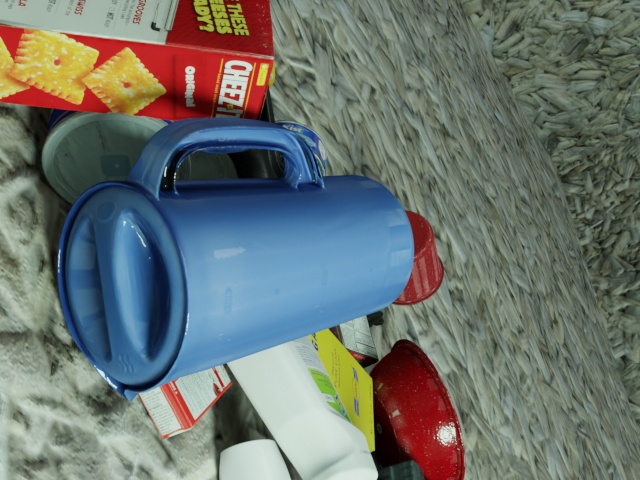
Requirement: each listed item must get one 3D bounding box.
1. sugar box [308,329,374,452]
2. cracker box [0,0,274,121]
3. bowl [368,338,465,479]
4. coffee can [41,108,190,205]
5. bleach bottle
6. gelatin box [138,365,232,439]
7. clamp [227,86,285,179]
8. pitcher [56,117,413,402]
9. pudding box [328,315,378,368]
[{"bbox_3d":[-0.010,0.118,0.984,0.176,0.048,0.093,53,23,-36],"label":"sugar box"},{"bbox_3d":[-0.145,-0.161,0.721,0.072,0.213,0.164,109,-19,-46],"label":"cracker box"},{"bbox_3d":[0.083,0.184,1.074,0.162,0.055,0.162,165,-90,-72],"label":"bowl"},{"bbox_3d":[-0.146,-0.102,0.789,0.102,0.103,0.140,49,26,-41],"label":"coffee can"},{"bbox_3d":[-0.027,0.110,0.832,0.251,0.068,0.102,59,12,21],"label":"bleach bottle"},{"bbox_3d":[-0.106,0.094,0.783,0.073,0.030,0.089,63,20,-6],"label":"gelatin box"},{"bbox_3d":[-0.048,-0.074,0.863,0.164,0.036,0.210,-77,151,-54],"label":"clamp"},{"bbox_3d":[-0.045,0.006,0.735,0.242,0.149,0.145,-10,74,-46],"label":"pitcher"},{"bbox_3d":[0.015,0.075,1.112,0.090,0.039,0.113,31,42,-60],"label":"pudding box"}]
